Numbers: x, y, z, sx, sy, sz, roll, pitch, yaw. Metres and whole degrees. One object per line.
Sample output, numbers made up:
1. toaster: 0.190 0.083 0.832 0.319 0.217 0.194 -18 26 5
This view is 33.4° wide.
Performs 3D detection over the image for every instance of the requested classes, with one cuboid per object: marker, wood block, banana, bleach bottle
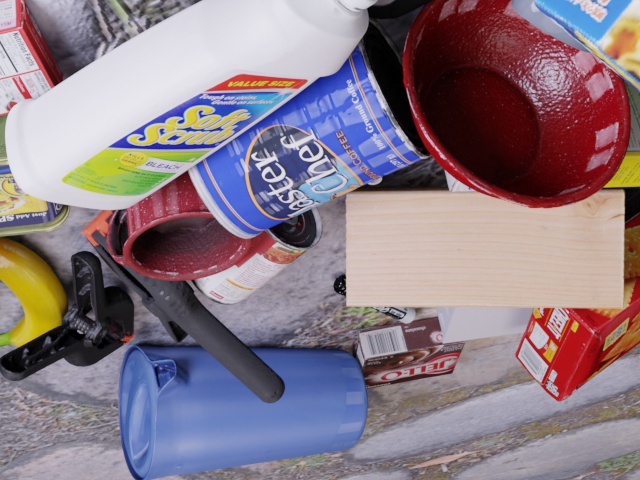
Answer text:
1. marker: 0.053 0.058 1.049 0.020 0.020 0.120 -29 146 28
2. wood block: 0.126 0.003 0.838 0.206 0.091 0.090 0 -175 7
3. banana: -0.252 0.053 0.918 0.069 0.037 0.198 -5 150 -16
4. bleach bottle: -0.070 -0.096 0.615 0.251 0.068 0.102 -27 156 36

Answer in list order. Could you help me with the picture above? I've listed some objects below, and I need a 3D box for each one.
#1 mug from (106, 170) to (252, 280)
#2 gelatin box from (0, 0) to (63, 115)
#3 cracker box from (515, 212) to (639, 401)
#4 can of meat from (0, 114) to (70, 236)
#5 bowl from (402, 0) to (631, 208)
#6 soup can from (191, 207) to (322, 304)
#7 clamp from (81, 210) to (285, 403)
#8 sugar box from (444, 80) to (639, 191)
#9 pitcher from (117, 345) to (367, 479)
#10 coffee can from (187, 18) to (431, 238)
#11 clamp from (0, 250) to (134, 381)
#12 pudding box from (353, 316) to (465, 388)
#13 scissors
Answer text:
1. mug: -0.112 -0.023 0.792 0.117 0.081 0.093 -28 146 25
2. gelatin box: -0.213 -0.109 0.662 0.089 0.030 0.073 -13 149 1
3. cracker box: 0.289 0.041 0.971 0.213 0.072 0.164 -31 155 -16
4. can of meat: -0.230 -0.048 0.735 0.102 0.057 0.084 -6 148 -8
5. bowl: 0.118 -0.087 0.694 0.162 0.162 0.055 1 160 -20
6. soup can: -0.056 0.001 0.867 0.068 0.068 0.102 15 142 -37
7. clamp: -0.118 0.053 0.885 0.036 0.165 0.210 -49 137 -16
8. sugar box: 0.169 -0.084 0.773 0.176 0.093 0.048 -3 149 -13
9. pitcher: -0.083 0.175 1.101 0.242 0.145 0.149 1 -175 -25
10. coffee can: -0.009 -0.074 0.718 0.140 0.103 0.102 -24 148 20
11. clamp: -0.210 0.079 0.917 0.120 0.039 0.171 -47 162 -8
12. pudding box: 0.094 0.121 1.151 0.113 0.039 0.090 -7 150 -7
13. scissors: 0.189 -0.136 0.695 0.201 0.096 0.016 11 130 -39
